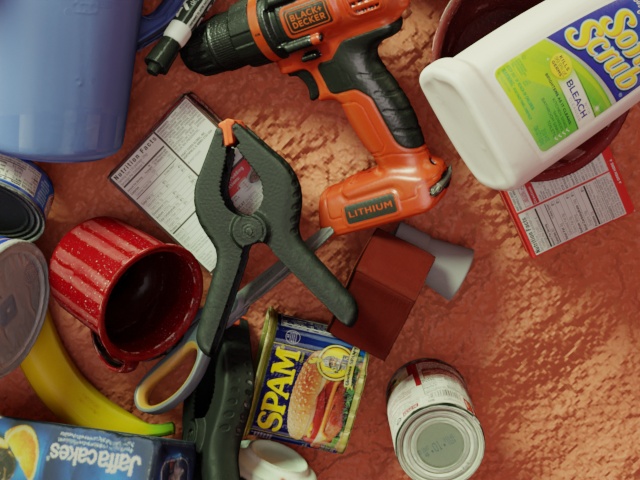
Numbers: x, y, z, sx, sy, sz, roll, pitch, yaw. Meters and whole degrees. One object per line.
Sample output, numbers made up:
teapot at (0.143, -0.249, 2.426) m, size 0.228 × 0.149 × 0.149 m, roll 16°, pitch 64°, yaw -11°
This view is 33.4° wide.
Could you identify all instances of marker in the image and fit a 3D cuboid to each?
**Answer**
marker at (-0.091, -0.167, 0.769) m, size 0.020 × 0.020 × 0.121 m, roll 32°, pitch 71°, yaw -6°

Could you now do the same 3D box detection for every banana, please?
banana at (-0.202, 0.098, 0.851) m, size 0.069 × 0.037 × 0.197 m, roll -40°, pitch 101°, yaw -11°

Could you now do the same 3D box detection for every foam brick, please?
foam brick at (0.045, 0.040, 0.802) m, size 0.051 × 0.053 × 0.078 m, roll 27°, pitch 136°, yaw 6°

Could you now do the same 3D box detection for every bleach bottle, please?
bleach bottle at (0.195, -0.141, 0.726) m, size 0.250 × 0.068 × 0.102 m, roll -36°, pitch 106°, yaw -11°

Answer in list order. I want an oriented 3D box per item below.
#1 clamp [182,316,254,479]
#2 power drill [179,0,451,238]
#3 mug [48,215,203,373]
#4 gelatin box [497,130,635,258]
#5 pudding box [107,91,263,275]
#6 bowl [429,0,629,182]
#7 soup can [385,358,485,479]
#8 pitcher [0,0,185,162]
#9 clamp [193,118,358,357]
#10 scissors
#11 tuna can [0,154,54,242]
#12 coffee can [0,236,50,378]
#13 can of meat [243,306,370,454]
clamp at (-0.089, 0.160, 0.822) m, size 0.036 × 0.165 × 0.210 m, roll 16°, pitch 62°, yaw -25°
power drill at (0.002, -0.098, 0.777) m, size 0.185 × 0.057 × 0.187 m, roll -14°, pitch 111°, yaw 30°
mug at (-0.150, 0.043, 0.801) m, size 0.082 × 0.093 × 0.117 m, roll 27°, pitch 119°, yaw 39°
gelatin box at (0.185, -0.038, 0.819) m, size 0.089 × 0.030 × 0.073 m, roll -25°, pitch 102°, yaw 6°
pudding box at (-0.091, -0.043, 0.816) m, size 0.113 × 0.039 × 0.090 m, roll 45°, pitch 100°, yaw -7°
bowl at (0.146, -0.124, 0.776) m, size 0.162 × 0.055 × 0.162 m, roll -2°, pitch 97°, yaw -15°
soup can at (0.087, 0.139, 0.822) m, size 0.068 × 0.102 × 0.068 m, roll 0°, pitch 102°, yaw 0°
pitcher at (-0.172, -0.182, 0.749) m, size 0.149 × 0.145 × 0.243 m, roll 11°, pitch 106°, yaw 11°
clamp at (-0.055, 0.001, 0.772) m, size 0.120 × 0.039 × 0.171 m, roll -21°, pitch 87°, yaw 4°
scissors at (-0.081, 0.045, 0.821) m, size 0.202 × 0.096 × 0.016 m, roll -50°, pitch 140°, yaw 3°
tuna can at (-0.244, -0.034, 0.798) m, size 0.086 × 0.033 × 0.086 m, roll 6°, pitch 146°, yaw 4°
coffee can at (-0.286, 0.036, 0.782) m, size 0.140 × 0.102 × 0.103 m, roll 13°, pitch 103°, yaw 17°
can of meat at (-0.012, 0.112, 0.841) m, size 0.084 × 0.057 × 0.102 m, roll 14°, pitch 103°, yaw -5°
